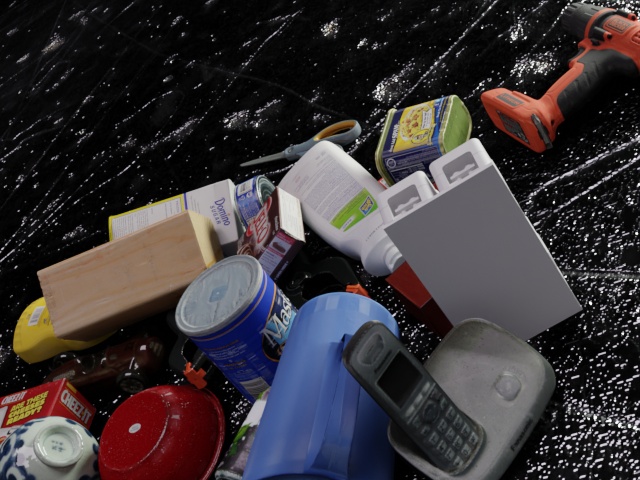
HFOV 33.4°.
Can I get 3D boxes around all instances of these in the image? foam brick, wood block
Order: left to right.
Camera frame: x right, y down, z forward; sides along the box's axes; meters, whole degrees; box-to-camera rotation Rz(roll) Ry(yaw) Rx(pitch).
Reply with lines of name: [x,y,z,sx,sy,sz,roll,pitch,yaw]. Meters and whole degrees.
wood block: [-0.226,0.046,1.308,0.206,0.090,0.090,-22,78,10]
foam brick: [0.111,0.052,1.059,0.051,0.053,0.078,-41,32,-5]

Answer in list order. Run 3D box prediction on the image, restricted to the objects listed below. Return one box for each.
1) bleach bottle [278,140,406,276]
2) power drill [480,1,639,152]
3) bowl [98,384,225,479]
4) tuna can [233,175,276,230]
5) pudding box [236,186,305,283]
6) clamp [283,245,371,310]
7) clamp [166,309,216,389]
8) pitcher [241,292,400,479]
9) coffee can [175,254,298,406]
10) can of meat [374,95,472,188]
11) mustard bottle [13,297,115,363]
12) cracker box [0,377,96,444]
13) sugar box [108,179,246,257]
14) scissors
bleach bottle: [0.037,-0.024,1.223,0.102,0.068,0.251,-48,35,7]
power drill: [0.276,-0.192,1.201,0.187,0.057,0.185,-39,32,-1]
bowl: [-0.180,0.212,1.123,0.162,0.055,0.162,-23,43,23]
tuna can: [-0.071,-0.037,1.325,0.034,0.086,0.086,-25,34,18]
pudding box: [-0.058,0.002,1.222,0.090,0.039,0.113,-55,21,20]
clamp: [-0.016,0.050,1.205,0.210,0.036,0.164,-6,44,46]
clamp: [-0.141,0.107,1.208,0.120,0.039,0.171,-34,23,29]
pitcher: [0.011,0.154,0.951,0.149,0.145,0.242,-24,31,27]
coffee can: [-0.067,0.098,1.095,0.103,0.140,0.103,-26,33,19]
can of meat: [0.117,-0.112,1.200,0.084,0.057,0.102,-13,41,32]
mustard bottle: [-0.319,0.103,1.420,0.192,0.058,0.096,-16,39,32]
cracker box: [-0.368,0.277,1.235,0.164,0.072,0.213,-18,36,28]
sugar box: [-0.186,-0.008,1.386,0.176,0.048,0.093,-15,64,10]
scissors: [-0.035,-0.109,1.447,0.202,0.016,0.096,-21,36,26]
